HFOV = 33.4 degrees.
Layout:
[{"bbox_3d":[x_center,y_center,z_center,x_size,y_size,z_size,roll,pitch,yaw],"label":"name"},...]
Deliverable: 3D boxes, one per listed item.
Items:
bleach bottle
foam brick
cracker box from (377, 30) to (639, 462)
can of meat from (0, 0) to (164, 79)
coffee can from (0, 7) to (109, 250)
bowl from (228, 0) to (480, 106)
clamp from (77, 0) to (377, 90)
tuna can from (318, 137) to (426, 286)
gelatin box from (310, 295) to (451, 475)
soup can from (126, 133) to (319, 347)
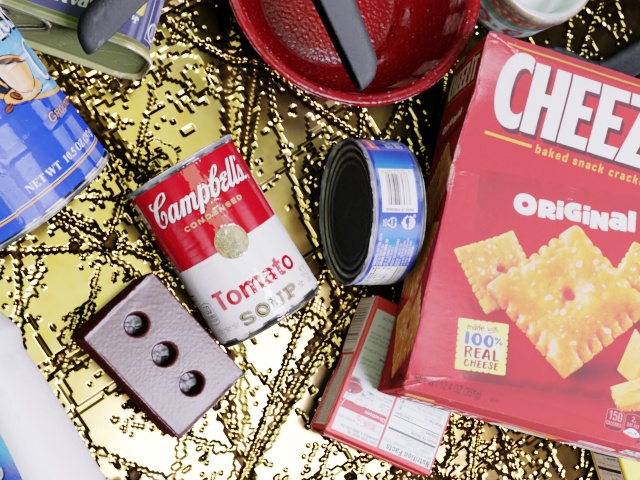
[{"bbox_3d":[-0.165,0.126,0.549,0.103,0.068,0.251,-31,87,24],"label":"bleach bottle"},{"bbox_3d":[-0.091,0.063,0.592,0.053,0.051,0.078,-45,99,-17],"label":"foam brick"},{"bbox_3d":[0.140,0.006,0.623,0.164,0.072,0.213,16,79,-8],"label":"cracker box"},{"bbox_3d":[-0.134,-0.149,0.596,0.102,0.058,0.084,17,78,-16],"label":"can of meat"},{"bbox_3d":[-0.188,-0.070,0.530,0.102,0.103,0.140,-40,112,-18],"label":"coffee can"},{"bbox_3d":[0.013,-0.155,0.646,0.162,0.055,0.162,2,84,-18],"label":"bowl"},{"bbox_3d":[-0.041,-0.180,0.544,0.164,0.036,0.210,-3,112,-18],"label":"clamp"},{"bbox_3d":[0.029,-0.016,0.622,0.033,0.086,0.086,0,85,-20],"label":"tuna can"},{"bbox_3d":[0.044,0.088,0.646,0.073,0.030,0.089,26,77,-16],"label":"gelatin box"},{"bbox_3d":[-0.054,0.001,0.602,0.068,0.069,0.102,-33,96,-18],"label":"soup can"}]
